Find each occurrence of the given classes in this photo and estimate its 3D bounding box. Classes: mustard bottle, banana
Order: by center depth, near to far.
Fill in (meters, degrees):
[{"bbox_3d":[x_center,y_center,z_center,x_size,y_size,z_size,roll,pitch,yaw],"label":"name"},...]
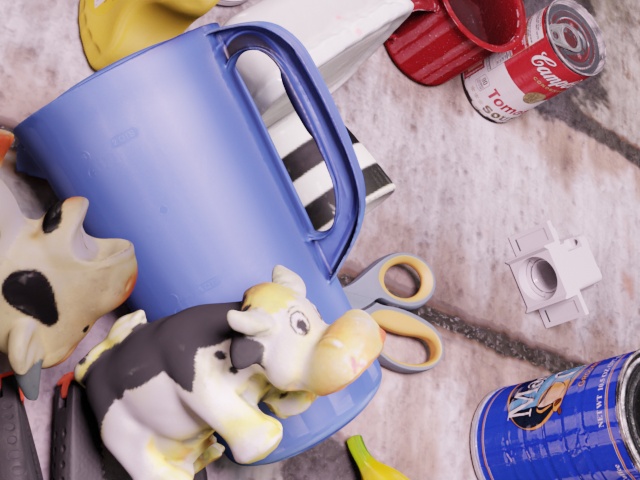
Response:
[{"bbox_3d":[-0.082,-0.177,0.646,0.058,0.192,0.096,17,62,-31],"label":"mustard bottle"},{"bbox_3d":[0.098,0.199,0.724,0.197,0.037,0.069,36,36,-22],"label":"banana"}]

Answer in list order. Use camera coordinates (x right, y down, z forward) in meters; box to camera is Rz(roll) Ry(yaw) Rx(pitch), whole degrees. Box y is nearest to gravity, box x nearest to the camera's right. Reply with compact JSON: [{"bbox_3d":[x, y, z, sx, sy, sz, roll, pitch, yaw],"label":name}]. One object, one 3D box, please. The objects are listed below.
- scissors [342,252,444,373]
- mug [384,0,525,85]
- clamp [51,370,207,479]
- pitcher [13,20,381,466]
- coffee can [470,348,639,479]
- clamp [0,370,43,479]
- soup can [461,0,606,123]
[{"bbox_3d":[0.010,0.028,0.746,0.201,0.016,0.096,30,62,-23],"label":"scissors"},{"bbox_3d":[0.094,-0.175,0.851,0.117,0.082,0.093,-8,77,-39],"label":"mug"},{"bbox_3d":[-0.083,0.163,0.610,0.164,0.036,0.210,-23,90,-41],"label":"clamp"},{"bbox_3d":[-0.054,0.001,0.624,0.144,0.149,0.243,-33,99,-28],"label":"pitcher"},{"bbox_3d":[0.191,0.140,0.758,0.102,0.141,0.103,15,64,-32],"label":"coffee can"},{"bbox_3d":[-0.148,0.154,0.543,0.039,0.120,0.171,-8,58,-17],"label":"clamp"},{"bbox_3d":[0.175,-0.147,0.887,0.068,0.102,0.068,15,64,-32],"label":"soup can"}]
